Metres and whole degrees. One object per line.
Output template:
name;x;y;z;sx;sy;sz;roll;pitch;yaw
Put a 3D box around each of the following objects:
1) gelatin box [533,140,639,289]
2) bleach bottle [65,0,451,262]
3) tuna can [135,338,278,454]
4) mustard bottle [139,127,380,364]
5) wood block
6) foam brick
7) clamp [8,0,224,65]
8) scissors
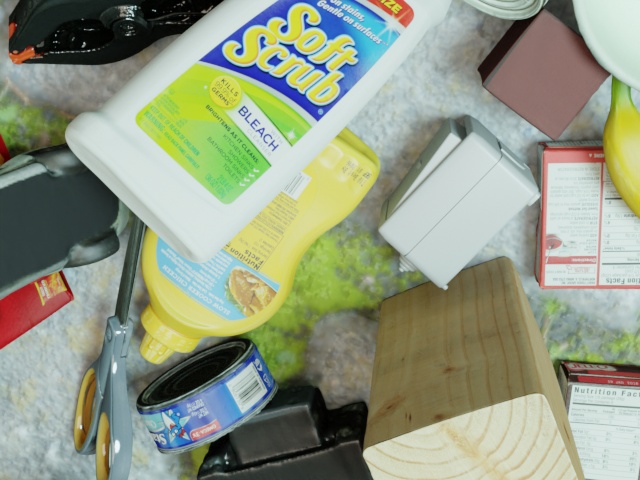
gelatin box;0.168;-0.015;0.642;0.073;0.030;0.089;-1;106;5
bleach bottle;-0.012;-0.108;0.572;0.102;0.068;0.250;45;77;-12
tuna can;-0.072;0.096;0.672;0.086;0.086;0.034;-24;101;12
mustard bottle;-0.054;0.001;0.655;0.096;0.058;0.192;36;107;-4
wood block;0.086;0.091;0.590;0.090;0.206;0.091;-21;103;11
foam brick;0.125;-0.096;0.597;0.051;0.078;0.053;37;107;-4
clamp;-0.108;-0.140;0.599;0.171;0.120;0.039;-12;61;10
scissors;-0.122;0.076;0.657;0.016;0.096;0.202;1;133;-29
